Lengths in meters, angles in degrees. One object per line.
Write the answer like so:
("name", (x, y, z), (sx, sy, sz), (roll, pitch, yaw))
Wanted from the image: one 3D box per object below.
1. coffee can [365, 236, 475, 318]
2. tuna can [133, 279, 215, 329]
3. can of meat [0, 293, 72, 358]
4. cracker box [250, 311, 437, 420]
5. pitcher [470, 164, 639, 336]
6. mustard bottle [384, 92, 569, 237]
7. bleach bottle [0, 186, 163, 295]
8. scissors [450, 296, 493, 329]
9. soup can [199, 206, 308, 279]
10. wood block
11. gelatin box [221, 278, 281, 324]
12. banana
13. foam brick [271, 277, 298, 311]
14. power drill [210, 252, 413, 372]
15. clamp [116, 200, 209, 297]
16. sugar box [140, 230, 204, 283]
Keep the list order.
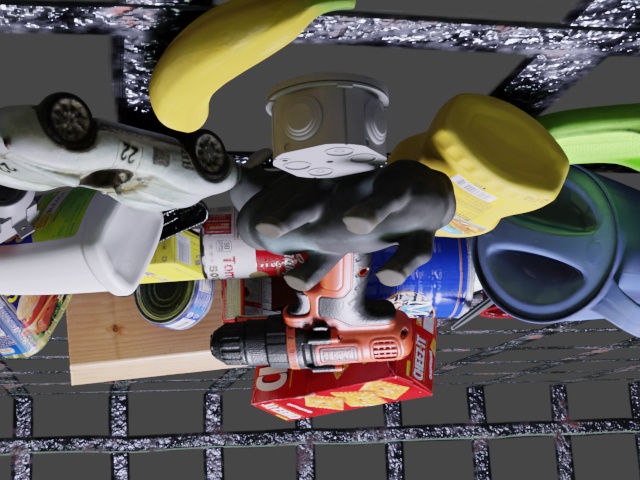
("coffee can", (0.067, 0.024, 1.020), (0.140, 0.103, 0.103), (0, 167, -8))
("tuna can", (-0.156, 0.050, 1.131), (0.086, 0.086, 0.033), (-10, 164, 29))
("can of meat", (-0.283, 0.047, 0.990), (0.058, 0.102, 0.084), (-9, 128, 26))
("cracker box", (0.026, 0.100, 1.176), (0.214, 0.164, 0.072), (-17, 145, 39))
("pitcher", (0.255, 0.016, 0.934), (0.145, 0.149, 0.242), (-9, 170, 40))
("mustard bottle", (0.099, -0.044, 0.798), (0.096, 0.058, 0.192), (29, 161, -9))
("bleach bottle", (-0.260, 0.008, 0.899), (0.251, 0.102, 0.068), (-8, 131, 25))
("scissors", (0.202, 0.023, 1.023), (0.201, 0.016, 0.096), (-20, 146, -46))
("soup can", (-0.056, 0.001, 0.977), (0.102, 0.068, 0.068), (-2, 167, 1))
("wood block", (-0.180, 0.100, 1.202), (0.206, 0.091, 0.090), (-4, 161, -13))
("gelatin box", (-0.074, 0.049, 1.130), (0.030, 0.089, 0.073), (-9, 166, 30))
("banana", (-0.060, -0.098, 0.611), (0.069, 0.037, 0.198), (7, 164, -32))
("foam brick", (-0.017, 0.032, 1.094), (0.051, 0.078, 0.053), (8, 163, -33))
("power drill", (-0.016, 0.034, 0.924), (0.184, 0.057, 0.187), (-4, 127, 5))
("clamp", (-0.188, 0.013, 0.953), (0.172, 0.039, 0.120), (-13, -156, 39))
("sugar box", (-0.210, 0.019, 1.075), (0.176, 0.048, 0.093), (-7, 166, 15))
